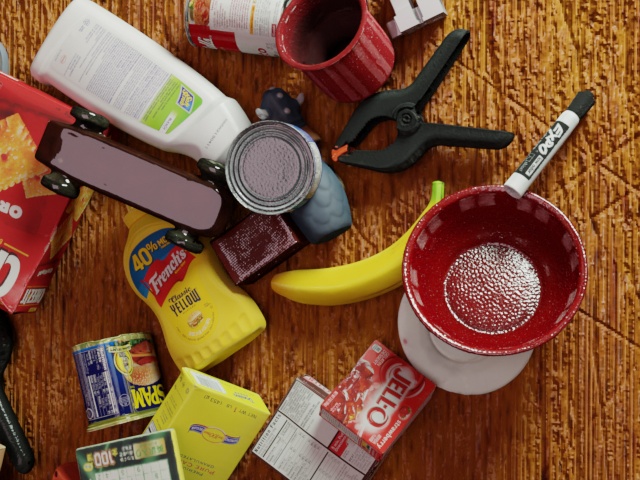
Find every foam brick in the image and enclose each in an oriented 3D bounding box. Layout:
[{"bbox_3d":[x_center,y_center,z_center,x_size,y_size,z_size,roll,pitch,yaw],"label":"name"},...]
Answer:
[{"bbox_3d":[-0.057,0.001,1.039,0.078,0.053,0.051,-35,80,15],"label":"foam brick"}]

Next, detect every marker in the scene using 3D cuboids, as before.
[{"bbox_3d":[0.207,-0.088,0.956,0.020,0.020,0.121,37,78,14],"label":"marker"}]

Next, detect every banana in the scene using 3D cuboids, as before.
[{"bbox_3d":[0.047,0.021,1.017,0.198,0.037,0.070,-30,64,13],"label":"banana"}]

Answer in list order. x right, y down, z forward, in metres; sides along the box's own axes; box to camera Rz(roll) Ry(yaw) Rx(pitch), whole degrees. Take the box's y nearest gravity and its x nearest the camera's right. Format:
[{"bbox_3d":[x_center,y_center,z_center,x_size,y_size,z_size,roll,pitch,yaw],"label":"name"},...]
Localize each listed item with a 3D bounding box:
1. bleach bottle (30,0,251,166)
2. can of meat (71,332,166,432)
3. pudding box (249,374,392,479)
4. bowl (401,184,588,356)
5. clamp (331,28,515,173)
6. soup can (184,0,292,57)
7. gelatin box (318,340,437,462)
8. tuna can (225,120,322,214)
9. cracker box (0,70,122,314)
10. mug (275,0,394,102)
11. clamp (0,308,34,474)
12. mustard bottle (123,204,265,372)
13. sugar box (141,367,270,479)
[{"bbox_3d":[-0.165,-0.136,1.069,0.251,0.068,0.102,36,100,12],"label":"bleach bottle"},{"bbox_3d":[-0.197,0.138,1.055,0.057,0.102,0.084,-17,82,17],"label":"can of meat"},{"bbox_3d":[0.002,0.197,1.026,0.113,0.039,0.090,35,99,16],"label":"pudding box"},{"bbox_3d":[0.155,0.033,0.956,0.162,0.055,0.162,-3,67,7],"label":"bowl"},{"bbox_3d":[0.087,-0.123,1.004,0.172,0.039,0.120,-15,75,16],"label":"clamp"},{"bbox_3d":[-0.072,-0.216,1.038,0.102,0.068,0.068,10,92,16],"label":"soup can"},{"bbox_3d":[0.054,0.148,0.993,0.073,0.030,0.089,36,65,16],"label":"gelatin box"},{"bbox_3d":[-0.042,-0.067,0.981,0.086,0.033,0.086,1,94,15],"label":"tuna can"},{"bbox_3d":[-0.327,-0.055,1.094,0.164,0.072,0.214,27,91,7],"label":"cracker box"},{"bbox_3d":[0.020,-0.191,0.995,0.093,0.081,0.117,3,71,30],"label":"mug"},{"bbox_3d":[-0.365,0.146,1.138,0.165,0.036,0.210,10,90,18],"label":"clamp"},{"bbox_3d":[-0.141,0.031,1.061,0.096,0.058,0.192,-35,79,17],"label":"mustard bottle"},{"bbox_3d":[-0.135,0.216,1.039,0.176,0.093,0.048,-59,30,7],"label":"sugar box"}]
